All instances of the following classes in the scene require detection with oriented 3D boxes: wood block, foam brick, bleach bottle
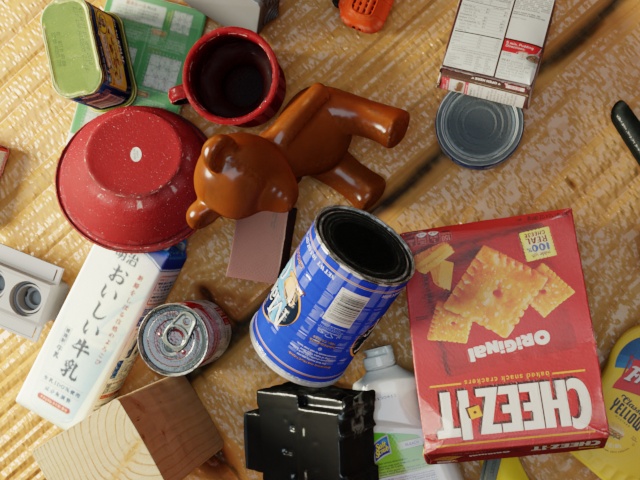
[{"bbox_3d":[-0.169,0.192,0.988,0.091,0.206,0.090,-31,86,6],"label":"wood block"},{"bbox_3d":[-0.057,0.001,1.051,0.053,0.051,0.078,11,91,7],"label":"foam brick"},{"bbox_3d":[0.093,0.222,1.022,0.102,0.068,0.251,-15,85,9],"label":"bleach bottle"}]

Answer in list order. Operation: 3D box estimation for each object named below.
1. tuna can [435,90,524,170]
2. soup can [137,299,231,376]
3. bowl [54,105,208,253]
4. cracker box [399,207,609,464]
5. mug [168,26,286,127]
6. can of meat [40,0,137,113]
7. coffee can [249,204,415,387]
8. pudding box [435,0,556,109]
[{"bbox_3d":[0.153,-0.111,1.029,0.086,0.033,0.086,0,90,8],"label":"tuna can"},{"bbox_3d":[-0.129,0.092,1.035,0.068,0.102,0.068,0,90,8],"label":"soup can"},{"bbox_3d":[-0.176,-0.071,1.020,0.162,0.055,0.162,1,67,-4],"label":"bowl"},{"bbox_3d":[0.165,0.087,0.979,0.164,0.072,0.213,-8,70,8],"label":"cracker box"},{"bbox_3d":[-0.090,-0.151,1.041,0.117,0.081,0.093,-16,87,8],"label":"mug"},{"bbox_3d":[-0.228,-0.182,1.047,0.057,0.084,0.102,-13,87,11],"label":"can of meat"},{"bbox_3d":[0.009,0.052,0.988,0.103,0.102,0.140,36,123,7],"label":"coffee can"},{"bbox_3d":[0.166,-0.187,1.006,0.090,0.039,0.113,15,64,9],"label":"pudding box"}]
